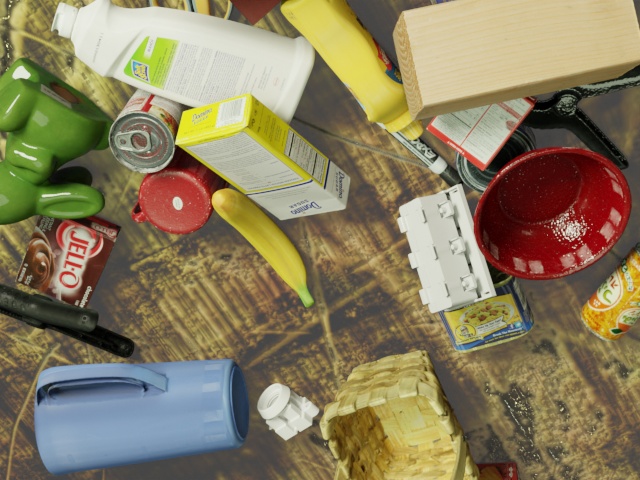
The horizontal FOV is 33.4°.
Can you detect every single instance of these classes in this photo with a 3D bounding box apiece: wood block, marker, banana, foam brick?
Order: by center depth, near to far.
[{"bbox_3d":[0.180,-0.181,0.994,0.206,0.090,0.091,-13,88,-2],"label":"wood block"},{"bbox_3d":[-0.058,-0.254,1.037,0.053,0.078,0.051,-35,108,24],"label":"foam brick"},{"bbox_3d":[0.107,-0.097,1.138,0.121,0.020,0.020,39,117,-14],"label":"marker"},{"bbox_3d":[-0.063,-0.005,1.175,0.037,0.070,0.197,-40,129,2],"label":"banana"}]

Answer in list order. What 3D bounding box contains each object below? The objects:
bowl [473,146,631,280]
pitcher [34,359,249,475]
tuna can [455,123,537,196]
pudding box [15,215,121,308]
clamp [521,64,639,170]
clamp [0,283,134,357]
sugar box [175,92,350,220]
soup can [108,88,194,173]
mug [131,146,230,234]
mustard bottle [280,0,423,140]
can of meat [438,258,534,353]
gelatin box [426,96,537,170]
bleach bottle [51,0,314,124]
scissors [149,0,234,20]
[{"bbox_3d":[0.232,-0.038,1.097,0.162,0.055,0.162,-3,126,-4],"label":"bowl"},{"bbox_3d":[-0.217,0.203,1.293,0.243,0.149,0.145,-7,94,8],"label":"pitcher"},{"bbox_3d":[0.184,-0.090,1.122,0.086,0.033,0.086,4,120,6],"label":"tuna can"},{"bbox_3d":[-0.295,0.016,1.248,0.090,0.039,0.114,24,121,-8],"label":"pudding box"},{"bbox_3d":[0.254,-0.134,1.085,0.171,0.039,0.120,10,116,10],"label":"clamp"},{"bbox_3d":[-0.329,0.083,1.255,0.210,0.036,0.164,19,164,4],"label":"clamp"},{"bbox_3d":[-0.055,-0.082,1.102,0.094,0.048,0.176,-9,152,35],"label":"sugar box"},{"bbox_3d":[-0.174,-0.123,1.114,0.068,0.102,0.068,3,120,6],"label":"soup can"},{"bbox_3d":[-0.159,-0.054,1.164,0.117,0.081,0.093,-26,113,21],"label":"mug"},{"bbox_3d":[0.040,-0.175,1.056,0.058,0.096,0.191,-36,110,12],"label":"mustard bottle"},{"bbox_3d":[0.182,0.072,1.204,0.102,0.057,0.084,-18,118,18],"label":"can of meat"},{"bbox_3d":[0.162,-0.127,1.070,0.073,0.030,0.089,36,116,2],"label":"gelatin box"},{"bbox_3d":[-0.139,-0.190,1.066,0.250,0.068,0.103,17,120,-14],"label":"bleach bottle"},{"bbox_3d":[-0.129,-0.194,1.116,0.096,0.016,0.202,5,120,3],"label":"scissors"}]
